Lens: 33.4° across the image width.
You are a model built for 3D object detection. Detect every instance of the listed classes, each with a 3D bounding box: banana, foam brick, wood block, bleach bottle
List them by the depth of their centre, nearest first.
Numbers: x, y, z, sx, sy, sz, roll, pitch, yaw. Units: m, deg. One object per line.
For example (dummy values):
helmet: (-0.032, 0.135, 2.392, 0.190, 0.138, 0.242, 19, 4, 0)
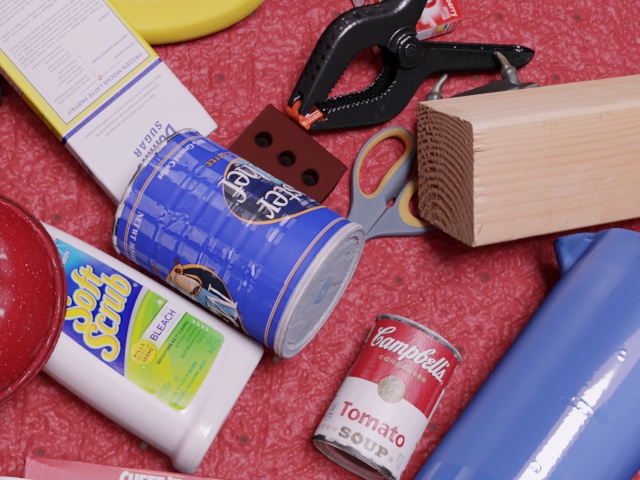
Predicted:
bleach bottle: (-0.169, 0.053, 0.724, 0.251, 0.068, 0.102, 30, 56, 1)
wood block: (0.183, -0.063, 0.789, 0.205, 0.090, 0.091, -9, 109, -19)
foam brick: (-0.028, -0.052, 0.791, 0.078, 0.051, 0.053, 39, 70, 2)
banana: (-0.109, -0.186, 0.816, 0.197, 0.037, 0.069, -22, 103, -9)

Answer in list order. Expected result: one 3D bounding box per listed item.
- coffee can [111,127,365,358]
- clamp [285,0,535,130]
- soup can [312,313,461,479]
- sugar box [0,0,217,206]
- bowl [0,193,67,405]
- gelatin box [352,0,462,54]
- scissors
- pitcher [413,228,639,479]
coffee can: (-0.055, 0.001, 0.726, 0.140, 0.103, 0.102, 31, 70, 14)
clamp: (0.061, -0.161, 0.814, 0.210, 0.036, 0.164, -31, 123, -11)
soup can: (0.046, 0.112, 0.748, 0.068, 0.068, 0.102, 31, 71, -1)
sugar box: (-0.166, -0.118, 0.765, 0.093, 0.048, 0.176, -41, 102, -12)
bowl: (-0.243, 0.032, 0.663, 0.162, 0.055, 0.162, 1, 73, -3)
gelatin box: (0.063, -0.204, 0.865, 0.073, 0.030, 0.089, -19, 78, -15)
scissors: (0.037, 0.006, 0.805, 0.096, 0.016, 0.201, 26, 71, -2)
pitcher: (0.182, 0.125, 0.739, 0.242, 0.149, 0.145, -48, 124, -16)
